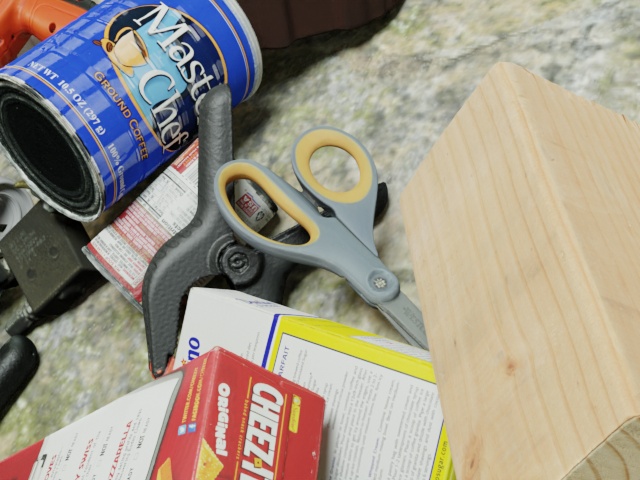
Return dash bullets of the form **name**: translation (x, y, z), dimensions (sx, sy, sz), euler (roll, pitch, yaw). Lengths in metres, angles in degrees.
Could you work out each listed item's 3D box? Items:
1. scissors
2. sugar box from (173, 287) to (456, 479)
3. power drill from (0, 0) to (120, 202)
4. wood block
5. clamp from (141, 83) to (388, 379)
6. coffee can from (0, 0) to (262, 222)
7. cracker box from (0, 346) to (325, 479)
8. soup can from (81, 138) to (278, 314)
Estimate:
- **scissors**: translation (0.036, 0.007, 0.552), dimensions (0.202, 0.016, 0.096), euler (33, 62, 16)
- **sugar box**: translation (0.000, 0.086, 0.516), dimensions (0.177, 0.048, 0.093), euler (15, 94, 42)
- **power drill**: translation (-0.183, -0.121, 0.773), dimensions (0.188, 0.057, 0.184), euler (19, 67, 17)
- **wood block**: translation (0.103, 0.029, 0.429), dimensions (0.090, 0.090, 0.206), euler (-56, 24, 32)
- **clamp**: translation (-0.054, 0.001, 0.599), dimensions (0.171, 0.120, 0.039), euler (-52, 5, -10)
- **coffee can**: translation (-0.119, -0.093, 0.652), dimensions (0.103, 0.103, 0.140), euler (17, 49, 40)
- **cracker box**: translation (-0.095, 0.161, 0.477), dimensions (0.214, 0.072, 0.164), euler (-31, 40, 41)
- **soup can**: translation (-0.084, -0.006, 0.646), dimensions (0.102, 0.068, 0.069), euler (-45, 45, -5)
